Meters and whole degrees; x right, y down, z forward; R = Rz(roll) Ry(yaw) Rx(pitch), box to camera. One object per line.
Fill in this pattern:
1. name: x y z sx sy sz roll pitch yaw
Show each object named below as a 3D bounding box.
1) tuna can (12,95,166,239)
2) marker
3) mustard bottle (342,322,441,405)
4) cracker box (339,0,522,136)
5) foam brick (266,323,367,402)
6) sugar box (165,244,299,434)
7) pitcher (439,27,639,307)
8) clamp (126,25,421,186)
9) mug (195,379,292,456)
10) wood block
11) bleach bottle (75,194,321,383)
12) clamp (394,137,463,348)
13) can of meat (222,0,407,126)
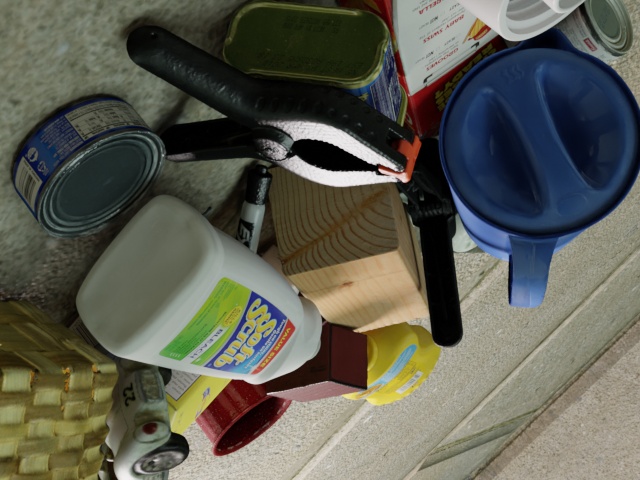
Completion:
1. tuna can: -0.135 -0.043 0.623 0.086 0.034 0.086 -34 158 -16
2. marker: -0.055 0.001 0.802 0.020 0.020 0.121 -12 121 -51
3. mustard bottle: 0.057 0.119 1.067 0.096 0.058 0.191 -42 158 8
4. cracker box: 0.093 -0.180 0.687 0.164 0.072 0.213 -39 159 -3
5. foam brick: -0.004 0.110 0.943 0.078 0.053 0.051 -16 155 39
6. sugar box: -0.084 0.089 0.882 0.176 0.048 0.093 -44 168 -34
7. pitcher: 0.157 -0.040 0.810 0.149 0.145 0.242 -42 168 0
8. clamp: -0.030 -0.072 0.608 0.120 0.172 0.039 64 38 -65
9. mug: -0.087 0.147 1.004 0.093 0.081 0.117 -30 156 -26
10. wood block: 0.030 0.007 0.880 0.091 0.090 0.206 -14 160 8
11. bleach bottle: -0.057 0.048 0.743 0.102 0.068 0.250 -48 153 7
12. clamp: 0.095 -0.018 0.895 0.036 0.164 0.210 -10 -161 13
13. can of meat: -0.003 -0.099 0.650 0.084 0.102 0.057 66 35 -65
